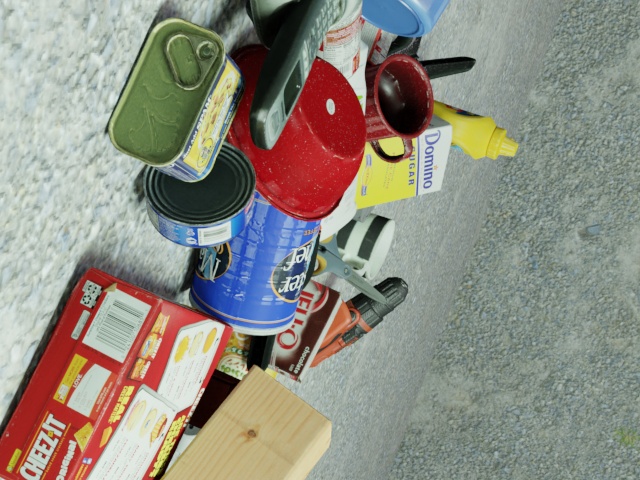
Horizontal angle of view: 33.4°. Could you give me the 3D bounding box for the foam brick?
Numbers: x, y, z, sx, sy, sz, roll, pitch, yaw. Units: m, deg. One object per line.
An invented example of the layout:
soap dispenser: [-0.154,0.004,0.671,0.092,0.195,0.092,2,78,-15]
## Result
foam brick: [-0.120,0.144,1.015,0.053,0.078,0.051,29,82,-76]

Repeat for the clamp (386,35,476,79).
clamp: [0.112,-0.211,1.312,0.210,0.036,0.164,-54,134,-14]

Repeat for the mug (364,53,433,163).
mug: [0.069,-0.142,1.183,0.093,0.082,0.117,-30,106,-39]

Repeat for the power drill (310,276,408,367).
power drill: [0.025,0.106,1.409,0.184,0.057,0.187,-38,165,10]

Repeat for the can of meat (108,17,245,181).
can of meat: [-0.098,-0.097,0.766,0.084,0.057,0.102,36,78,-78]

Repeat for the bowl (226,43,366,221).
bowl: [-0.010,-0.100,0.896,0.161,0.055,0.162,28,51,-42]

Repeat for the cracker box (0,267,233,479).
cracker box: [-0.157,0.119,0.850,0.164,0.072,0.213,-64,167,-5]

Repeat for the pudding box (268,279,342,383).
pudding box: [-0.038,0.094,1.218,0.113,0.090,0.039,-64,166,-13]

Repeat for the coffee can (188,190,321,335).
coffee can: [-0.056,0.001,0.978,0.102,0.103,0.140,-39,148,-63]

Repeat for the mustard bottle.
mustard bottle: [0.163,-0.149,1.380,0.058,0.192,0.096,-69,166,5]

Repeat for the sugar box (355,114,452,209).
sugar box: [0.079,-0.093,1.284,0.175,0.048,0.093,-13,125,-34]

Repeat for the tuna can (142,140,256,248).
tuna can: [-0.092,-0.037,0.820,0.086,0.086,0.034,-58,165,-33]

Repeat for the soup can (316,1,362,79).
soup can: [0.004,-0.197,0.972,0.068,0.068,0.102,-60,165,-27]

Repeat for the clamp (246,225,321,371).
clamp: [-0.050,0.055,1.104,0.171,0.039,0.120,-48,139,-22]

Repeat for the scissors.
scissors: [0.026,0.016,1.312,0.201,0.016,0.096,17,80,-47]

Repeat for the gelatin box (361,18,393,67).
gelatin box: [0.063,-0.240,1.206,0.073,0.030,0.089,-2,114,-76]

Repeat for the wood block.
wood block: [-0.087,0.226,0.942,0.206,0.091,0.090,-50,165,-21]
